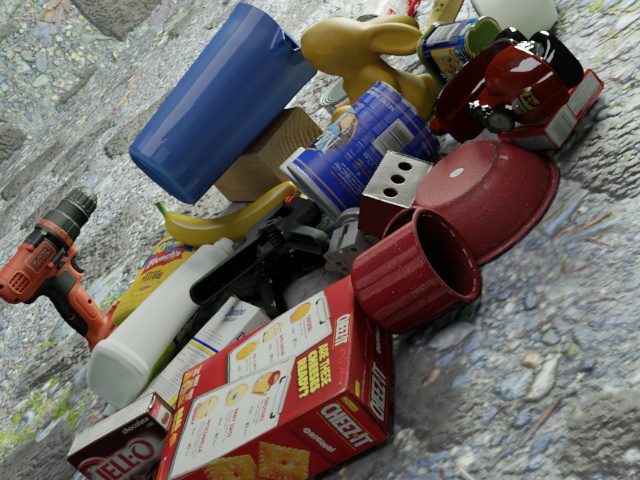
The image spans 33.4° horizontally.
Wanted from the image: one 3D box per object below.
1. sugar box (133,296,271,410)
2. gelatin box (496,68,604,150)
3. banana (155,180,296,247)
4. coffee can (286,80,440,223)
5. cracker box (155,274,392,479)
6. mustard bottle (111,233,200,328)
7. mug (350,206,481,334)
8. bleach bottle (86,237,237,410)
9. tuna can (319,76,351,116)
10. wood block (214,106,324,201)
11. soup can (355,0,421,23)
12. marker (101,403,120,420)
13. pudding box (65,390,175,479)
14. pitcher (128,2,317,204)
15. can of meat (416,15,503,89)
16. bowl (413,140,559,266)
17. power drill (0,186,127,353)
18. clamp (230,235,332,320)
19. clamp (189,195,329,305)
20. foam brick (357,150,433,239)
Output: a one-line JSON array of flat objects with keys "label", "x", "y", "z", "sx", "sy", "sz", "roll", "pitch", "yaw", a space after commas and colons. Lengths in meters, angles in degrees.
[{"label": "sugar box", "x": -0.125, "y": 0.142, "z": 1.127, "sx": 0.176, "sy": 0.048, "sz": 0.093, "roll": -45, "pitch": 21, "yaw": -13}, {"label": "gelatin box", "x": 0.227, "y": -0.128, "z": 1.053, "sx": 0.089, "sy": 0.030, "sz": 0.073, "roll": -51, "pitch": 23, "yaw": -19}, {"label": "banana", "x": -0.119, "y": -0.028, "z": 1.352, "sx": 0.198, "sy": 0.069, "sz": 0.037, "roll": -7, "pitch": 12, "yaw": 18}, {"label": "coffee can", "x": 0.047, "y": -0.092, "z": 1.183, "sx": 0.140, "sy": 0.102, "sz": 0.103, "roll": -43, "pitch": 23, "yaw": -2}, {"label": "cracker box", "x": -0.038, "y": 0.145, "z": 0.949, "sx": 0.214, "sy": 0.072, "sz": 0.164, "roll": -31, "pitch": 26, "yaw": 23}, {"label": "mustard bottle", "x": -0.194, "y": 0.043, "z": 1.388, "sx": 0.096, "sy": 0.058, "sz": 0.191, "roll": -14, "pitch": 34, "yaw": 30}, {"label": "mug", "x": 0.079, "y": 0.021, "z": 0.944, "sx": 0.082, "sy": 0.093, "sz": 0.117, "roll": -34, "pitch": 46, "yaw": 30}, {"label": "bleach bottle", "x": -0.170, "y": 0.078, "z": 1.237, "sx": 0.250, "sy": 0.068, "sz": 0.103, "roll": -53, "pitch": -5, "yaw": -40}, {"label": "tuna can", "x": 0.043, "y": -0.205, "z": 1.474, "sx": 0.086, "sy": 0.033, "sz": 0.086, "roll": -35, "pitch": 24, "yaw": 18}, {"label": "wood block", "x": -0.077, "y": -0.113, "z": 1.434, "sx": 0.090, "sy": 0.090, "sz": 0.206, "roll": -52, "pitch": 25, "yaw": -18}, {"label": "soup can", "x": 0.098, "y": -0.333, "z": 1.565, "sx": 0.069, "sy": 0.068, "sz": 0.102, "roll": -15, "pitch": 35, "yaw": 47}, {"label": "marker", "x": -0.227, "y": 0.167, "z": 1.276, "sx": 0.020, "sy": 0.020, "sz": 0.121, "roll": -22, "pitch": 30, "yaw": 39}, {"label": "pudding box", "x": -0.175, "y": 0.207, "z": 1.034, "sx": 0.114, "sy": 0.090, "sz": 0.039, "roll": -33, "pitch": 24, "yaw": 21}, {"label": "pitcher", "x": -0.129, "y": -0.167, "z": 1.344, "sx": 0.145, "sy": 0.149, "sz": 0.242, "roll": 35, "pitch": 80, "yaw": 24}, {"label": "can of meat", "x": 0.169, "y": -0.196, "z": 1.175, "sx": 0.057, "sy": 0.102, "sz": 0.084, "roll": -51, "pitch": 26, "yaw": -19}, {"label": "bowl", "x": 0.142, "y": -0.044, "z": 1.010, "sx": 0.162, "sy": 0.055, "sz": 0.162, "roll": -34, "pitch": 24, "yaw": 18}, {"label": "power drill", "x": -0.309, "y": 0.047, "z": 1.401, "sx": 0.184, "sy": 0.187, "sz": 0.057, "roll": -53, "pitch": 24, "yaw": -20}, {"label": "clamp", "x": -0.044, "y": 0.032, "z": 1.197, "sx": 0.120, "sy": 0.039, "sz": 0.172, "roll": -38, "pitch": 24, "yaw": -18}, {"label": "clamp", "x": -0.058, "y": 0.001, "z": 1.178, "sx": 0.165, "sy": 0.036, "sz": 0.210, "roll": -24, "pitch": 16, "yaw": 13}, {"label": "foam brick", "x": 0.076, "y": -0.044, "z": 1.087, "sx": 0.053, "sy": 0.051, "sz": 0.078, "roll": 19, "pitch": 47, "yaw": 13}]
